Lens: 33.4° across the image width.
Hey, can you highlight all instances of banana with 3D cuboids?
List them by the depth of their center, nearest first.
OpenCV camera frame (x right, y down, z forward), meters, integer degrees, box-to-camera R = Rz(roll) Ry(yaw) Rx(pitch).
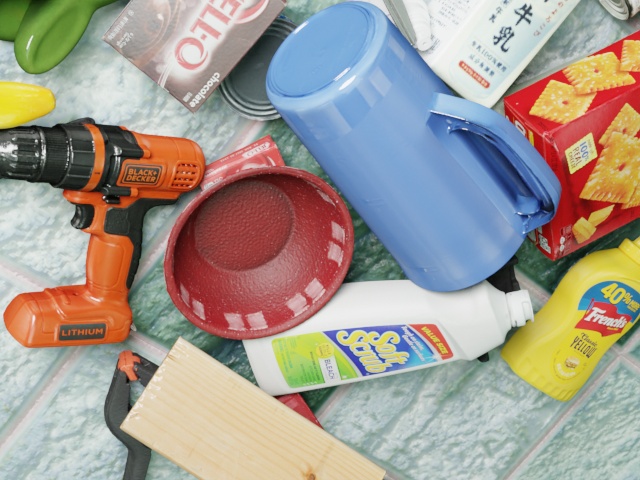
[{"bbox_3d":[-0.287,-0.120,0.753,0.197,0.037,0.070,29,109,-4],"label":"banana"}]

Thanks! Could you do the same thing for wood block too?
[{"bbox_3d":[-0.060,0.176,0.914,0.206,0.090,0.091,34,80,-3],"label":"wood block"}]

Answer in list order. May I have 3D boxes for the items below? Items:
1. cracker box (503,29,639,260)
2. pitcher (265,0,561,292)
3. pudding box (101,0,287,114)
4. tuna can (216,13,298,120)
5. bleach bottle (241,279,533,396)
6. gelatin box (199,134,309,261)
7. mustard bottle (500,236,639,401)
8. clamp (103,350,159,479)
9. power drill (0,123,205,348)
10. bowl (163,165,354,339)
[{"bbox_3d":[0.275,-0.095,0.949,0.213,0.072,0.164,-26,137,-9],"label":"cracker box"},{"bbox_3d":[0.073,-0.076,0.855,0.149,0.145,0.242,-38,130,7],"label":"pitcher"},{"bbox_3d":[-0.094,-0.167,0.803,0.090,0.039,0.113,39,103,-14],"label":"pudding box"},{"bbox_3d":[-0.048,-0.143,0.865,0.086,0.034,0.086,-8,118,-15],"label":"tuna can"},{"bbox_3d":[0.061,0.074,0.950,0.251,0.068,0.102,-10,128,8],"label":"bleach bottle"},{"bbox_3d":[-0.058,-0.036,0.919,0.073,0.030,0.089,-26,122,-5],"label":"gelatin box"},{"bbox_3d":[0.273,0.068,1.068,0.096,0.058,0.192,31,103,-30],"label":"mustard bottle"},{"bbox_3d":[-0.142,0.176,0.994,0.120,0.039,0.171,-15,120,-15],"label":"clamp"},{"bbox_3d":[-0.193,-0.005,0.849,0.184,0.057,0.188,2,121,-40],"label":"power drill"},{"bbox_3d":[-0.056,0.001,0.886,0.162,0.055,0.162,-9,121,-16],"label":"bowl"}]
